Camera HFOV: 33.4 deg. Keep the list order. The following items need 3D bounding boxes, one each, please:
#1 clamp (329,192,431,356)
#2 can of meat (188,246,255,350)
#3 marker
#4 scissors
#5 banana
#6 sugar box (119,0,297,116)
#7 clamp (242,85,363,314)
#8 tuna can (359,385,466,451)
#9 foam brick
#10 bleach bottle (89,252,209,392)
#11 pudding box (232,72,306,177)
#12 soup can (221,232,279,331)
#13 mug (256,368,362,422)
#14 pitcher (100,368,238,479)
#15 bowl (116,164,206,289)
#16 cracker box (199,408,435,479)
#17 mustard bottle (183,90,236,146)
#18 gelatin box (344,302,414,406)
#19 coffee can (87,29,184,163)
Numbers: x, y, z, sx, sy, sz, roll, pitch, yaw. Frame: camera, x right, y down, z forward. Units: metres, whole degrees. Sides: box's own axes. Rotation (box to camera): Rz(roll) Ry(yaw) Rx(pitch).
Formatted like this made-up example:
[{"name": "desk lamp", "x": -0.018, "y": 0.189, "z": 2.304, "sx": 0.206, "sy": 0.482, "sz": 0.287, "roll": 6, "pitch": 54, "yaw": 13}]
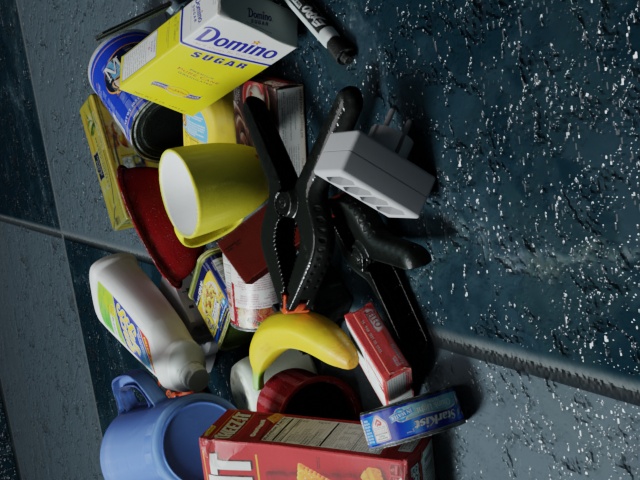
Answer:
[{"name": "clamp", "x": 0.051, "y": 0.021, "z": 0.944, "sx": 0.172, "sy": 0.039, "sz": 0.120, "roll": -129, "pitch": 32, "yaw": -52}, {"name": "can of meat", "x": -0.107, "y": 0.068, "z": 1.250, "sx": 0.084, "sy": 0.057, "sz": 0.102, "roll": 59, "pitch": 148, "yaw": 28}, {"name": "marker", "x": -0.003, "y": -0.197, "z": 0.966, "sx": 0.121, "sy": 0.020, "sz": 0.020, "roll": 55, "pitch": 146, "yaw": 36}, {"name": "scissors", "x": -0.122, "y": -0.237, "z": 1.011, "sx": 0.096, "sy": 0.201, "sz": 0.016, "roll": -31, "pitch": 93, "yaw": 38}, {"name": "banana", "x": -0.022, "y": 0.098, "z": 1.022, "sx": 0.198, "sy": 0.037, "sz": 0.069, "roll": -25, "pitch": 88, "yaw": 59}, {"name": "sugar box", "x": -0.112, "y": -0.183, "z": 1.041, "sx": 0.177, "sy": 0.093, "sz": 0.048, "roll": -22, "pitch": 60, "yaw": 47}, {"name": "clamp", "x": -0.026, "y": -0.040, "z": 0.978, "sx": 0.165, "sy": 0.036, "sz": 0.210, "roll": 16, "pitch": 104, "yaw": 53}, {"name": "tuna can", "x": 0.077, "y": 0.150, "z": 0.900, "sx": 0.086, "sy": 0.086, "sz": 0.034, "roll": -35, "pitch": 70, "yaw": 62}, {"name": "foam brick", "x": -0.057, "y": 0.001, "z": 1.074, "sx": 0.053, "sy": 0.078, "sz": 0.051, "roll": 54, "pitch": -178, "yaw": 5}, {"name": "bleach bottle", "x": -0.205, "y": 0.108, "z": 1.311, "sx": 0.251, "sy": 0.068, "sz": 0.102, "roll": 34, "pitch": 134, "yaw": 50}, {"name": "pudding box", "x": -0.051, "y": -0.108, "z": 1.077, "sx": 0.090, "sy": 0.039, "sz": 0.113, "roll": 26, "pitch": 126, "yaw": 55}, {"name": "soup can", "x": -0.068, "y": 0.038, "z": 1.147, "sx": 0.069, "sy": 0.068, "sz": 0.102, "roll": 24, "pitch": 122, "yaw": 58}, {"name": "mug", "x": -0.009, "y": 0.185, "z": 1.094, "sx": 0.117, "sy": 0.093, "sz": 0.082, "roll": 50, "pitch": 165, "yaw": -19}, {"name": "pitcher", "x": -0.169, "y": 0.228, "z": 1.210, "sx": 0.243, "sy": 0.149, "sz": 0.145, "roll": -33, "pitch": 38, "yaw": 65}, {"name": "bowl", "x": -0.177, "y": -0.026, "z": 1.252, "sx": 0.162, "sy": 0.055, "sz": 0.162, "roll": -26, "pitch": -89, "yaw": -87}, {"name": "cracker box", "x": 0.001, "y": 0.253, "z": 0.996, "sx": 0.214, "sy": 0.072, "sz": 0.164, "roll": 1, "pitch": 107, "yaw": 24}, {"name": "mustard bottle", "x": -0.122, "y": -0.123, "z": 1.185, "sx": 0.096, "sy": 0.058, "sz": 0.192, "roll": -137, "pitch": 41, "yaw": -56}, {"name": "gelatin box", "x": 0.055, "y": 0.106, "z": 0.955, "sx": 0.073, "sy": 0.030, "sz": 0.089, "roll": 59, "pitch": 171, "yaw": 30}, {"name": "coffee can", "x": -0.205, "y": -0.173, "z": 1.272, "sx": 0.140, "sy": 0.102, "sz": 0.103, "roll": 52, "pitch": 144, "yaw": 39}]
